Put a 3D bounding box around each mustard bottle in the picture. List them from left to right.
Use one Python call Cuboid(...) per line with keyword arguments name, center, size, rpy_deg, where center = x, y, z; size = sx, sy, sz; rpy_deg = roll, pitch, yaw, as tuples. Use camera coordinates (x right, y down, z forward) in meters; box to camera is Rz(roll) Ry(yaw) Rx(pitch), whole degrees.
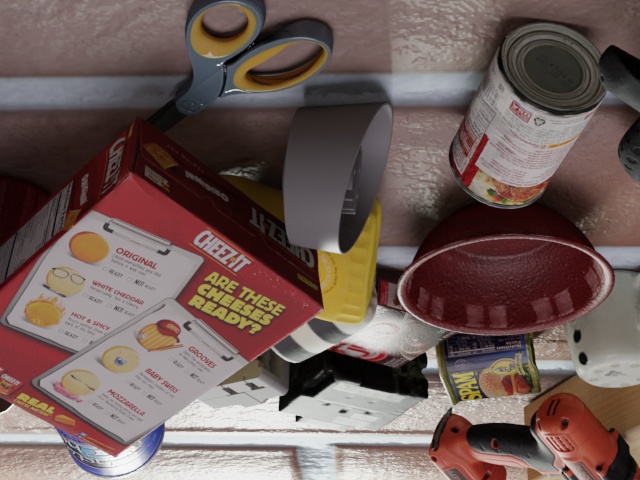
Cuboid(name="mustard bottle", center=(-0.055, 0.001, 0.776), size=(0.191, 0.058, 0.096), rpy_deg=(9, 120, 7))

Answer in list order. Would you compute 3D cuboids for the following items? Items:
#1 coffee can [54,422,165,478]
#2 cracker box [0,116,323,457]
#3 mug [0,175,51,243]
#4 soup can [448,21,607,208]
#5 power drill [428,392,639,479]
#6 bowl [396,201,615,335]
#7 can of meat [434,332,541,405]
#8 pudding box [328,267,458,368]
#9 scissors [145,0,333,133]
Cuboid(name="coffee can", center=(-0.211, 0.162, 1.042), size=(0.103, 0.103, 0.140), rpy_deg=(1, 150, 1))
Cuboid(name="cracker box", center=(-0.130, 0.040, 0.715), size=(0.214, 0.072, 0.164), rpy_deg=(-38, 124, 25))
Cuboid(name="mug", center=(-0.245, 0.010, 0.802), size=(0.093, 0.081, 0.117), rpy_deg=(15, 147, -22))
Cuboid(name="soup can", center=(0.124, -0.074, 0.649), size=(0.068, 0.068, 0.102), rpy_deg=(6, 149, -8))
Cuboid(name="power drill", center=(0.212, 0.216, 1.016), size=(0.188, 0.057, 0.184), rpy_deg=(-14, 125, 44))
Cuboid(name="bowl", center=(0.139, 0.014, 0.813), size=(0.162, 0.055, 0.162), rpy_deg=(1, 150, 1))
Cuboid(name="can of meat", center=(0.154, 0.107, 0.974), size=(0.084, 0.057, 0.102), rpy_deg=(-9, 149, 12))
Cuboid(name="pudding box", center=(0.057, 0.070, 0.931), size=(0.090, 0.039, 0.114), rpy_deg=(16, 147, -23))
Cuboid(name="scissors", center=(-0.087, -0.102, 0.666), size=(0.202, 0.016, 0.096), rpy_deg=(-16, 144, 29))
